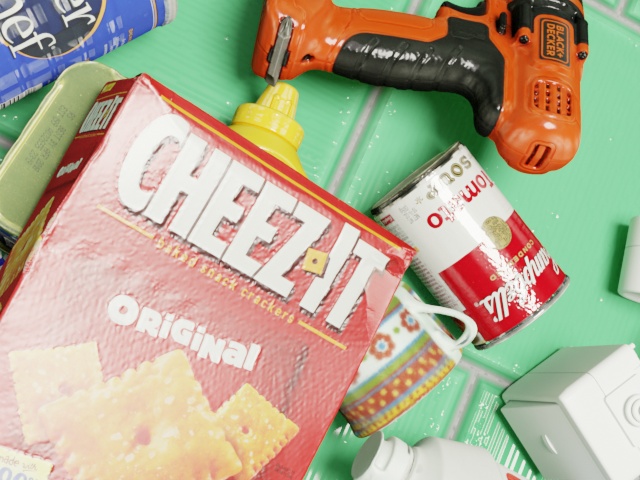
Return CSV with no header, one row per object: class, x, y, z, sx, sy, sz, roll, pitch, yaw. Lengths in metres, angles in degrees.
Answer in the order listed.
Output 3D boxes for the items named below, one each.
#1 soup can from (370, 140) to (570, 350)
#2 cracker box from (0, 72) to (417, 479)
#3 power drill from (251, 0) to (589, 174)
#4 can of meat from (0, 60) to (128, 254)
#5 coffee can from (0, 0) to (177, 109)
soup can,0.085,0.002,0.612,0.068,0.069,0.102,-39,93,-15
cracker box,-0.074,0.056,0.493,0.164,0.072,0.213,32,80,-23
power drill,0.062,-0.132,0.610,0.187,0.057,0.184,13,51,-5
can of meat,-0.130,-0.037,0.554,0.057,0.084,0.102,32,77,-9
coffee can,-0.160,-0.128,0.548,0.140,0.103,0.103,-32,91,-15
